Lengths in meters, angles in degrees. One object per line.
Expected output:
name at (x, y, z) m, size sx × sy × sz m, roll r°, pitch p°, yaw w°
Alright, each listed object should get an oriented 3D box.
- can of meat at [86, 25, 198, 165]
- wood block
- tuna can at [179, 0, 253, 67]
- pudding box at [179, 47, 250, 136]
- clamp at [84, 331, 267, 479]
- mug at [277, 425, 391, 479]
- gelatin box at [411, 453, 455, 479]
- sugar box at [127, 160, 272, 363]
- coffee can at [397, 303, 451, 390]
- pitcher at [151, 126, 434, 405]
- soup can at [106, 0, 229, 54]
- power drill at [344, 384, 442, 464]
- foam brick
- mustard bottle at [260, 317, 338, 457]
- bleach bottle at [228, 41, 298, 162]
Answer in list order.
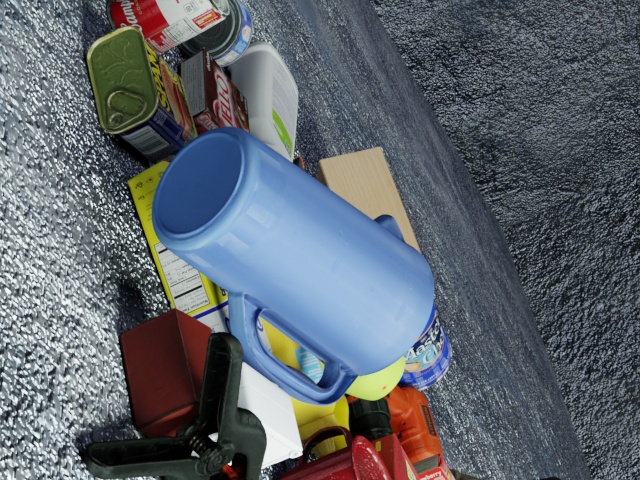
can of meat at (-0.157, -0.125, 0.951) m, size 0.083 × 0.057 × 0.102 m, roll 44°, pitch 25°, yaw -61°
wood block at (0.067, -0.010, 1.433) m, size 0.090 × 0.090 × 0.206 m, roll 98°, pitch -24°, yaw -62°
tuna can at (-0.122, -0.242, 1.214) m, size 0.086 × 0.086 × 0.033 m, roll 68°, pitch 16°, yaw 12°
pudding box at (-0.114, -0.141, 1.163) m, size 0.090 × 0.039 × 0.113 m, roll 51°, pitch 20°, yaw -42°
clamp at (-0.087, 0.141, 0.715) m, size 0.039 × 0.120 × 0.171 m, roll 48°, pitch -17°, yaw 37°
mug at (0.012, 0.215, 0.919) m, size 0.093 × 0.081 × 0.117 m, roll 46°, pitch 23°, yaw -51°
gelatin box at (0.104, 0.276, 1.134) m, size 0.073 × 0.089 × 0.030 m, roll 60°, pitch 16°, yaw -17°
sugar box at (-0.101, 0.024, 0.914) m, size 0.176 × 0.048 × 0.093 m, roll 66°, pitch 15°, yaw 12°
coffee can at (0.100, 0.111, 1.327) m, size 0.140 × 0.103 × 0.103 m, roll 63°, pitch 10°, yaw -51°
pitcher at (-0.024, 0.020, 0.875) m, size 0.242 × 0.145 × 0.149 m, roll 36°, pitch 22°, yaw -43°
soup can at (-0.150, -0.229, 1.056) m, size 0.068 × 0.102 × 0.068 m, roll 57°, pitch 16°, yaw -27°
power drill at (0.077, 0.202, 1.227) m, size 0.187 × 0.057 × 0.184 m, roll 48°, pitch 22°, yaw -49°
foam brick at (-0.105, 0.098, 0.765) m, size 0.053 × 0.051 × 0.078 m, roll 42°, pitch 26°, yaw -54°
mustard bottle at (-0.031, 0.110, 0.995) m, size 0.191 × 0.058 × 0.096 m, roll 67°, pitch 9°, yaw 9°
bleach bottle at (-0.070, -0.137, 1.273) m, size 0.102 × 0.068 × 0.251 m, roll 56°, pitch 19°, yaw -31°
